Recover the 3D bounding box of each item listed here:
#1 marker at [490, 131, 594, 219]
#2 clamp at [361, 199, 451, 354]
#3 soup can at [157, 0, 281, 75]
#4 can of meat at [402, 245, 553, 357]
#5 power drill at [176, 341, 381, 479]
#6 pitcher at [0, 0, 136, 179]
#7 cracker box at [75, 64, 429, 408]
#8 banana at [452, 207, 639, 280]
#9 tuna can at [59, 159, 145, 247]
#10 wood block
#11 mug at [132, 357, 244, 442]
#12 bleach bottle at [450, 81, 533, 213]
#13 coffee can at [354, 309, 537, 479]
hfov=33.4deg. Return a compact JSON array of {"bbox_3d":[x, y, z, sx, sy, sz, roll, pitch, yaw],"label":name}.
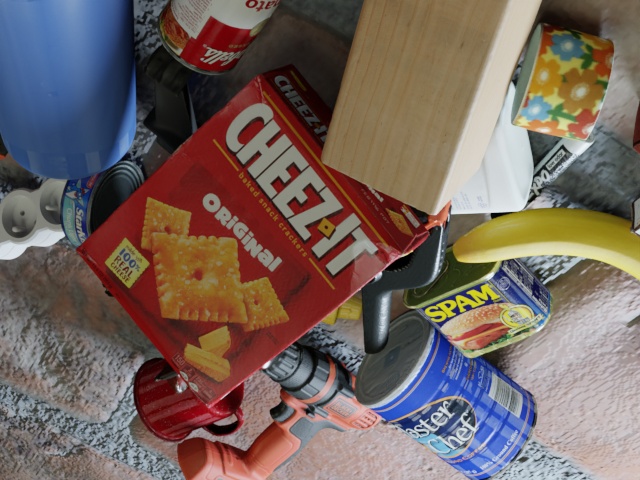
[{"bbox_3d":[0.171,-0.047,0.837,0.020,0.020,0.121,28,137,-9],"label":"marker"},{"bbox_3d":[0.042,0.022,0.868,0.164,0.036,0.210,40,141,-20],"label":"clamp"},{"bbox_3d":[-0.065,-0.176,0.758,0.068,0.068,0.102,32,136,-13],"label":"soup can"},{"bbox_3d":[0.137,0.048,0.920,0.102,0.057,0.084,-26,123,35],"label":"can of meat"},{"bbox_3d":[-0.051,0.179,1.058,0.188,0.057,0.184,-38,133,16],"label":"power drill"},{"bbox_3d":[-0.207,-0.158,0.777,0.149,0.144,0.243,39,150,21],"label":"pitcher"},{"bbox_3d":[-0.055,0.001,0.796,0.214,0.072,0.164,-40,88,26],"label":"cracker box"},{"bbox_3d":[0.207,0.009,0.848,0.197,0.037,0.069,16,95,-5],"label":"banana"},{"bbox_3d":[-0.191,-0.031,0.940,0.034,0.086,0.086,13,138,22],"label":"tuna can"},{"bbox_3d":[0.079,-0.134,0.680,0.090,0.090,0.206,27,125,16],"label":"wood block"},{"bbox_3d":[-0.127,0.163,1.117,0.082,0.093,0.117,-25,116,33],"label":"mug"},{"bbox_3d":[0.033,-0.065,0.841,0.251,0.068,0.102,-2,133,26],"label":"bleach bottle"},{"bbox_3d":[0.117,0.145,0.996,0.140,0.102,0.103,37,135,-18],"label":"coffee can"}]
